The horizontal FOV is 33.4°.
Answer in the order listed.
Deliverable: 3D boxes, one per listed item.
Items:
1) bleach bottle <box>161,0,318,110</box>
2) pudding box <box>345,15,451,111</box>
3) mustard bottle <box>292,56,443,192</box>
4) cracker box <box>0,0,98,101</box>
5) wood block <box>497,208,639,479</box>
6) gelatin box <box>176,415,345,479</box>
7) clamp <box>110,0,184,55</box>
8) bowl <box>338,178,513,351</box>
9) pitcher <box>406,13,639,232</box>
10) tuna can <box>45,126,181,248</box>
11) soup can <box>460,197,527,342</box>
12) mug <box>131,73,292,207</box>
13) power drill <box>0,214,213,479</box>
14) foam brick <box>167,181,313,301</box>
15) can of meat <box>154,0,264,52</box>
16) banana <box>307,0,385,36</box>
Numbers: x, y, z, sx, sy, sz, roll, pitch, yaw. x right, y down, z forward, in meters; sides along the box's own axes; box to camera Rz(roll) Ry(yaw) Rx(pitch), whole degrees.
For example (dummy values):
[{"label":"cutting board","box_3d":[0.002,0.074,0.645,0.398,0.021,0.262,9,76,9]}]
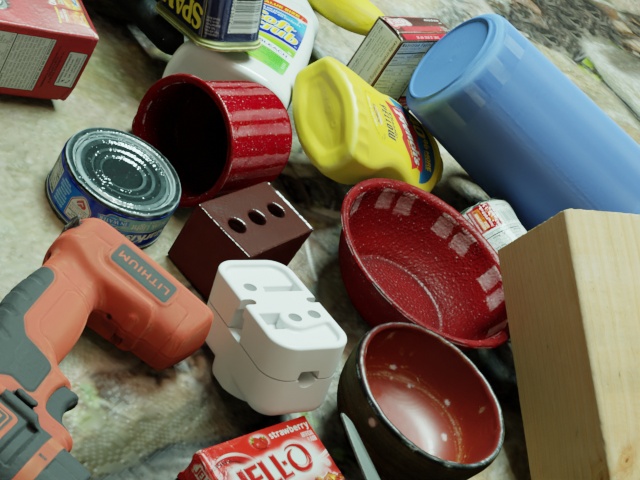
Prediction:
[{"label":"bleach bottle","box_3d":[-0.058,-0.174,0.929,0.102,0.068,0.250,27,32,-9]},{"label":"pudding box","box_3d":[0.060,-0.148,0.957,0.089,0.114,0.039,-11,53,-49]},{"label":"mustard bottle","box_3d":[0.052,-0.078,0.890,0.191,0.058,0.096,21,48,-55]},{"label":"cracker box","box_3d":[-0.280,-0.180,0.726,0.213,0.072,0.164,2,47,-40]},{"label":"wood block","box_3d":[0.196,0.091,0.740,0.090,0.091,0.206,4,68,-24]},{"label":"gelatin box","box_3d":[-0.026,0.145,0.607,0.089,0.030,0.073,-8,54,-47]},{"label":"clamp","box_3d":[-0.167,-0.224,0.912,0.171,0.039,0.120,39,21,0]},{"label":"bowl","box_3d":[0.070,0.030,0.805,0.162,0.055,0.162,24,38,-21]},{"label":"pitcher","box_3d":[0.186,-0.081,0.938,0.242,0.149,0.145,40,37,-23]},{"label":"tuna can","box_3d":[-0.138,-0.036,0.717,0.086,0.034,0.086,24,36,-19]},{"label":"soup can","box_3d":[0.153,0.023,0.880,0.068,0.069,0.102,1,48,-42]},{"label":"mug","box_3d":[-0.084,-0.076,0.778,0.117,0.093,0.081,13,15,33]},{"label":"power drill","box_3d":[-0.130,0.078,0.567,0.184,0.057,0.187,41,33,-2]},{"label":"foam brick","box_3d":[-0.055,0.001,0.732,0.053,0.051,0.078,46,35,14]},{"label":"can of meat","box_3d":[-0.080,-0.202,0.814,0.057,0.084,0.102,-7,35,-33]},{"label":"banana","box_3d":[0.012,-0.232,1.036,0.069,0.037,0.198,36,7,-38]}]
